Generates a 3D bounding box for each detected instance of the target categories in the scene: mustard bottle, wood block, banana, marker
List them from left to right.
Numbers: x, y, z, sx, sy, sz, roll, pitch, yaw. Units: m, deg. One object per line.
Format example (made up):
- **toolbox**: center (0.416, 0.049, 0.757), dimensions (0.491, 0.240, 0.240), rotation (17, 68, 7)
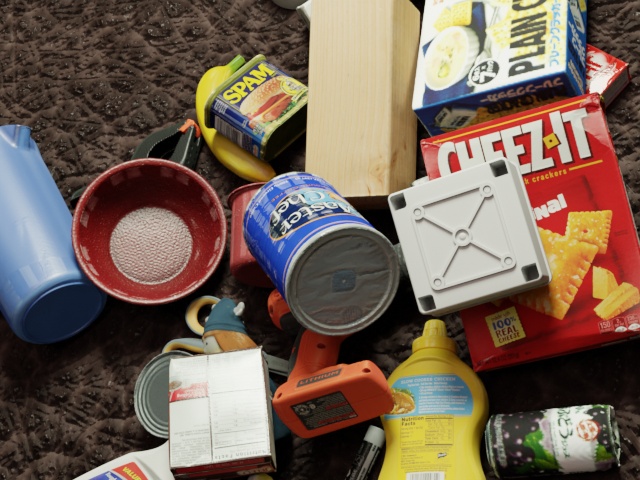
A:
- **banana**: center (-0.103, -0.133, 1.206), dimensions (0.070, 0.037, 0.198), rotation (-23, 56, 10)
- **marker**: center (0.028, 0.225, 0.961), dimensions (0.020, 0.020, 0.121), rotation (17, 71, 30)
- **wood block**: center (0.044, -0.139, 1.074), dimensions (0.091, 0.090, 0.206), rotation (-1, 83, 23)
- **mustard bottle**: center (0.100, 0.160, 0.942), dimensions (0.096, 0.058, 0.191), rotation (-7, 61, 20)

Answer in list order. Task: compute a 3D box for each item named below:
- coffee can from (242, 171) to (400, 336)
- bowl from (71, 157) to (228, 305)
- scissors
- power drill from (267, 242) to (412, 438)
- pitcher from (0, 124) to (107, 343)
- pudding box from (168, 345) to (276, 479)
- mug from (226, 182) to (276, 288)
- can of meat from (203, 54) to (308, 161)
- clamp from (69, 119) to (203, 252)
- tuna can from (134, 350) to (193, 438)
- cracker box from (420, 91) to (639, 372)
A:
- **coffee can**: center (-0.003, 0.009, 0.956), dimensions (0.103, 0.102, 0.140), rotation (-39, 30, -1)
- **bowl**: center (-0.180, -0.003, 1.134), dimensions (0.162, 0.055, 0.162), rotation (2, 72, -7)
- **scissors**: center (-0.067, 0.101, 1.071), dimensions (0.202, 0.016, 0.096), rotation (-3, 67, 23)
- **power drill**: center (0.030, 0.083, 0.980), dimensions (0.185, 0.057, 0.187), rotation (-23, 31, 21)
- **pitcher**: center (-0.338, 0.003, 1.187), dimensions (0.144, 0.149, 0.243), rotation (-26, 56, -18)
- **pudding box**: center (-0.088, 0.154, 0.944), dimensions (0.090, 0.039, 0.113), rotation (-7, 56, 1)
- **mug**: center (-0.057, 0.001, 1.088), dimensions (0.117, 0.093, 0.081), rotation (-27, 54, 46)
- **can of meat**: center (-0.062, -0.142, 1.160), dimensions (0.084, 0.057, 0.102), rotation (35, 57, 18)
- **clamp**: center (-0.207, -0.072, 1.217), dimensions (0.120, 0.039, 0.171), rotation (30, 74, 27)
- **tuna can**: center (-0.139, 0.154, 1.054), dimensions (0.086, 0.033, 0.086), rotation (-7, 72, 23)
- **cracker box**: center (0.193, -0.005, 0.941), dimensions (0.164, 0.072, 0.214), rotation (-15, 83, 16)
